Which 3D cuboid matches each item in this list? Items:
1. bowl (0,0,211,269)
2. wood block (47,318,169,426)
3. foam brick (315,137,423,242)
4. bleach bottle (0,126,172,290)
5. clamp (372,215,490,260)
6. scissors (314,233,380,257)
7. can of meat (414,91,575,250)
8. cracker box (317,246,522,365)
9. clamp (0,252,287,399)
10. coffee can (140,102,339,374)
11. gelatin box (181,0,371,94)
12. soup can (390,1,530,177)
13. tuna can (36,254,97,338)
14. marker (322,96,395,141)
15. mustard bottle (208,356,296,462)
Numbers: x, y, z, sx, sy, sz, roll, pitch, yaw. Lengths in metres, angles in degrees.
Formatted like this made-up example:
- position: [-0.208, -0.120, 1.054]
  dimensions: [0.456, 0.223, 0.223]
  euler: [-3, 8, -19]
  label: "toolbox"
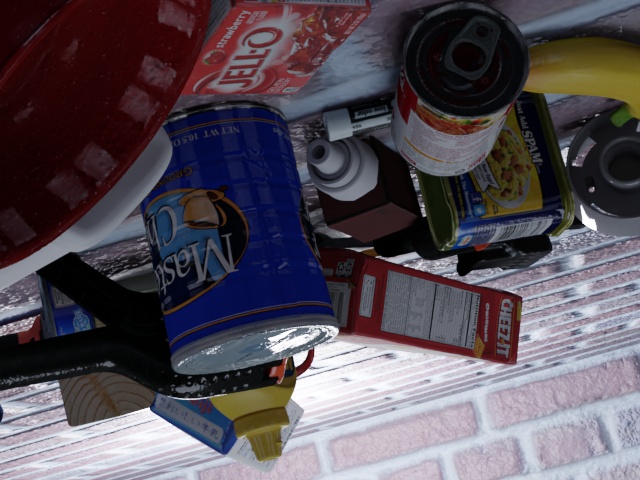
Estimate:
- position: [-0.117, -0.065, 0.442]
  dimensions: [0.162, 0.055, 0.162]
  euler: [-51, 172, -11]
  label: "bowl"
- position: [-0.157, 0.112, 1.001]
  dimensions: [0.090, 0.091, 0.206]
  euler: [-16, 173, 15]
  label: "wood block"
- position: [0.035, -0.035, 0.779]
  dimensions: [0.053, 0.051, 0.078]
  euler: [-20, 164, 18]
  label: "foam brick"
- position: [-0.190, -0.003, 0.619]
  dimensions: [0.251, 0.068, 0.102]
  euler: [-28, -162, 44]
  label: "bleach bottle"
- position: [0.112, -0.019, 0.828]
  dimensions: [0.120, 0.039, 0.172]
  euler: [-35, -170, -9]
  label: "clamp"
- position: [0.019, -0.001, 0.959]
  dimensions: [0.096, 0.016, 0.201]
  euler: [-16, 165, 1]
  label: "scissors"
- position: [0.112, -0.047, 0.713]
  dimensions: [0.084, 0.102, 0.057]
  euler: [-9, 163, -11]
  label: "can of meat"
- position: [0.048, 0.057, 0.935]
  dimensions: [0.213, 0.072, 0.164]
  euler: [15, 171, -42]
  label: "cracker box"
- position: [-0.126, 0.056, 0.717]
  dimensions: [0.209, 0.164, 0.036]
  euler: [8, 122, -11]
  label: "clamp"
- position: [-0.054, 0.001, 0.654]
  dimensions: [0.102, 0.140, 0.103]
  euler: [-13, 165, -4]
  label: "coffee can"
- position: [-0.029, -0.101, 0.521]
  dimensions: [0.073, 0.030, 0.089]
  euler: [-5, 162, -30]
  label: "gelatin box"
- position: [0.077, -0.083, 0.613]
  dimensions: [0.068, 0.068, 0.102]
  euler: [-13, 165, -4]
  label: "soup can"
- position: [-0.196, 0.054, 0.825]
  dimensions: [0.033, 0.086, 0.086]
  euler: [-11, 165, -17]
  label: "tuna can"
- position: [0.062, -0.086, 0.682]
  dimensions: [0.121, 0.020, 0.020]
  euler: [-14, 165, -4]
  label: "marker"
- position: [-0.060, 0.070, 0.800]
  dimensions: [0.058, 0.191, 0.096]
  euler: [-21, 164, 24]
  label: "mustard bottle"
